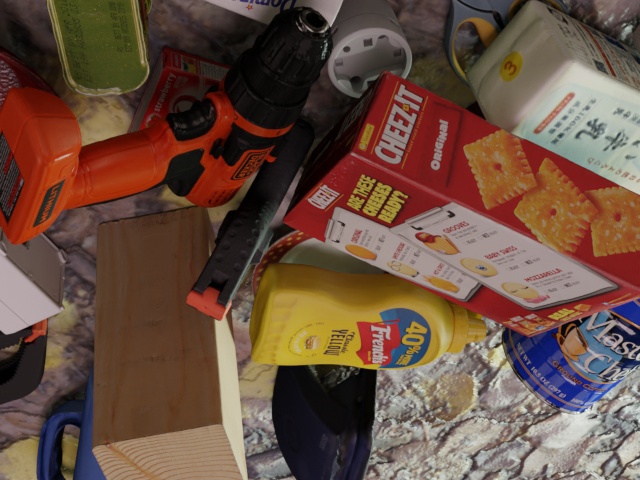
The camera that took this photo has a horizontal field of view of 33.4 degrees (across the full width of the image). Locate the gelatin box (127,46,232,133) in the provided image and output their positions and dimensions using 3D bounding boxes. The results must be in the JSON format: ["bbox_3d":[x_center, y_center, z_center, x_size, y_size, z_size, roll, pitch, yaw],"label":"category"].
[{"bbox_3d":[-0.089,-0.084,0.746,0.073,0.030,0.089,14,130,-22],"label":"gelatin box"}]

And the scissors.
[{"bbox_3d":[0.106,-0.179,0.697,0.096,0.016,0.201,-19,135,7],"label":"scissors"}]

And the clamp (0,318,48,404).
[{"bbox_3d":[-0.297,0.126,0.914,0.210,0.036,0.164,-31,131,19],"label":"clamp"}]

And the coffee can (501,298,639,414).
[{"bbox_3d":[0.237,0.066,0.902,0.102,0.103,0.140,20,128,-27],"label":"coffee can"}]

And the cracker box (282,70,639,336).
[{"bbox_3d":[0.100,-0.017,0.731,0.213,0.072,0.164,25,160,-10],"label":"cracker box"}]

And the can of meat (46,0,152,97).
[{"bbox_3d":[-0.132,-0.149,0.636,0.057,0.084,0.102,-7,135,-4],"label":"can of meat"}]

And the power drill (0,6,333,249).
[{"bbox_3d":[-0.096,-0.066,0.635,0.187,0.057,0.185,-14,157,-35],"label":"power drill"}]

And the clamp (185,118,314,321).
[{"bbox_3d":[-0.055,0.001,0.757,0.039,0.171,0.120,25,137,5],"label":"clamp"}]

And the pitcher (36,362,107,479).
[{"bbox_3d":[-0.169,0.198,0.957,0.149,0.145,0.243,-6,133,-22],"label":"pitcher"}]

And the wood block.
[{"bbox_3d":[-0.112,0.082,0.783,0.090,0.206,0.091,-10,136,0],"label":"wood block"}]

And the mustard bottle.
[{"bbox_3d":[0.043,0.066,0.866,0.191,0.058,0.096,5,134,-13],"label":"mustard bottle"}]
